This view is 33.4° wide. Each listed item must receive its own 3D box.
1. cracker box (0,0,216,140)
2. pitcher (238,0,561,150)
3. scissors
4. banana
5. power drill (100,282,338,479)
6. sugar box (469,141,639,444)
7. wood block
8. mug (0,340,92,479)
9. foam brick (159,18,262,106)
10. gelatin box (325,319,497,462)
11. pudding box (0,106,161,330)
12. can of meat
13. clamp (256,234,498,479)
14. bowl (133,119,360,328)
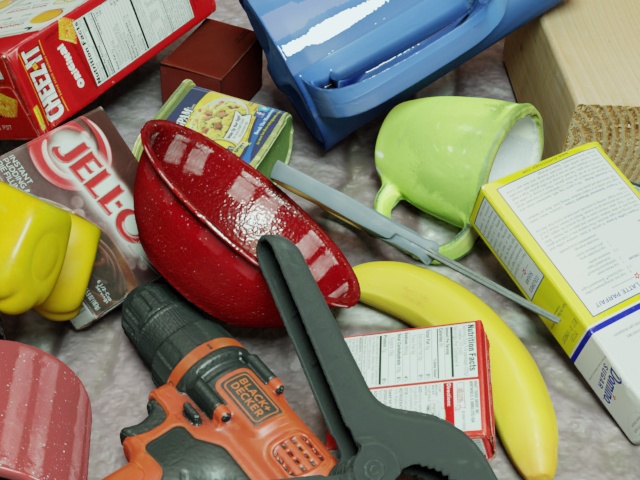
[{"bbox_3d":[-0.204,-0.151,0.800,0.164,0.072,0.213,3,36,35],"label":"cracker box"},{"bbox_3d":[0.073,-0.173,0.769,0.243,0.145,0.149,-29,75,-1],"label":"pitcher"},{"bbox_3d":[0.059,0.003,0.679,0.202,0.096,0.016,29,90,10],"label":"scissors"},{"bbox_3d":[0.079,0.064,0.636,0.069,0.037,0.198,-44,53,-11],"label":"banana"},{"bbox_3d":[-0.106,0.107,0.550,0.187,0.057,0.185,-25,48,-29],"label":"power drill"},{"bbox_3d":[0.177,0.027,0.642,0.093,0.048,0.176,-22,64,-18],"label":"sugar box"},{"bbox_3d":[0.207,-0.122,0.818,0.090,0.090,0.206,1,40,-4],"label":"wood block"},{"bbox_3d":[-0.150,0.102,0.451,0.117,0.093,0.081,-29,33,14],"label":"mug"},{"bbox_3d":[-0.083,-0.129,0.832,0.053,0.051,0.078,18,43,15],"label":"foam brick"},{"bbox_3d":[0.050,0.086,0.585,0.089,0.030,0.073,-8,48,14],"label":"gelatin box"},{"bbox_3d":[-0.143,-0.015,0.656,0.089,0.039,0.113,-37,97,-40],"label":"pudding box"},{"bbox_3d":[-0.073,-0.060,0.750,0.084,0.057,0.102,16,43,11],"label":"can of meat"},{"bbox_3d":[0.010,0.117,0.505,0.210,0.036,0.164,40,63,-3],"label":"clamp"},{"bbox_3d":[-0.054,0.001,0.628,0.162,0.055,0.162,38,15,-12],"label":"bowl"}]
